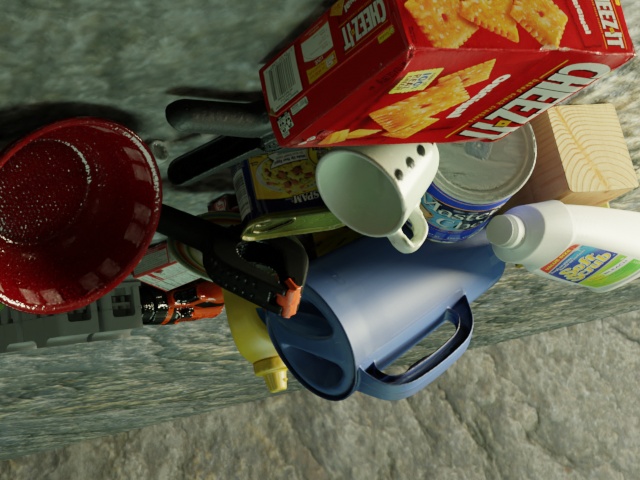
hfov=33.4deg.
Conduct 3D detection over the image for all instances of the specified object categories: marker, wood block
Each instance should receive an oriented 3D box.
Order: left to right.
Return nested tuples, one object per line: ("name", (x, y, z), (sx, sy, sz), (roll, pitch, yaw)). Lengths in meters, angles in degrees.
("marker", (-0.171, -0.054, 0.914), (0.020, 0.020, 0.121), (0, 162, -44))
("wood block", (0.218, -0.058, 1.116), (0.090, 0.091, 0.206), (-6, 165, -28))

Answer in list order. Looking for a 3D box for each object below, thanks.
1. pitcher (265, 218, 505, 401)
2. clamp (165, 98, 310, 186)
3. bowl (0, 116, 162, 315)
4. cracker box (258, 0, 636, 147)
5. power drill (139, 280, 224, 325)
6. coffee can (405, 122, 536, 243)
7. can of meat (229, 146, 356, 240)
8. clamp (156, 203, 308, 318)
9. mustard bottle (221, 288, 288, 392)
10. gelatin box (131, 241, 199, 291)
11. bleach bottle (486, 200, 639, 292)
("pitcher", (0.078, 0.054, 1.064), (0.242, 0.149, 0.145), (-29, -173, -32))
("clamp", (-0.048, -0.086, 0.856), (0.171, 0.039, 0.120), (-8, 166, -19))
("bowl", (-0.203, -0.027, 0.813), (0.161, 0.162, 0.055), (0, -156, -45))
("cracker box", (0.089, -0.124, 0.761), (0.213, 0.072, 0.164), (-5, 165, -34))
("power drill", (-0.150, 0.061, 1.335), (0.188, 0.057, 0.184), (-20, 169, 38))
("coffee can", (0.128, -0.064, 0.980), (0.102, 0.103, 0.140), (-11, 167, -9))
("can of meat", (-0.026, -0.052, 0.923), (0.102, 0.084, 0.057), (-9, 166, -18))
("clamp", (-0.082, 0.003, 0.956), (0.164, 0.210, 0.036), (-3, 120, -24))
("mustard bottle", (-0.066, 0.067, 1.140), (0.058, 0.191, 0.096), (-19, 166, 23))
("gelatin box", (-0.160, 0.024, 1.207), (0.089, 0.030, 0.073), (-21, 159, 18))
("bleach bottle", (0.240, 0.004, 1.056), (0.250, 0.068, 0.103), (6, 150, -47))
